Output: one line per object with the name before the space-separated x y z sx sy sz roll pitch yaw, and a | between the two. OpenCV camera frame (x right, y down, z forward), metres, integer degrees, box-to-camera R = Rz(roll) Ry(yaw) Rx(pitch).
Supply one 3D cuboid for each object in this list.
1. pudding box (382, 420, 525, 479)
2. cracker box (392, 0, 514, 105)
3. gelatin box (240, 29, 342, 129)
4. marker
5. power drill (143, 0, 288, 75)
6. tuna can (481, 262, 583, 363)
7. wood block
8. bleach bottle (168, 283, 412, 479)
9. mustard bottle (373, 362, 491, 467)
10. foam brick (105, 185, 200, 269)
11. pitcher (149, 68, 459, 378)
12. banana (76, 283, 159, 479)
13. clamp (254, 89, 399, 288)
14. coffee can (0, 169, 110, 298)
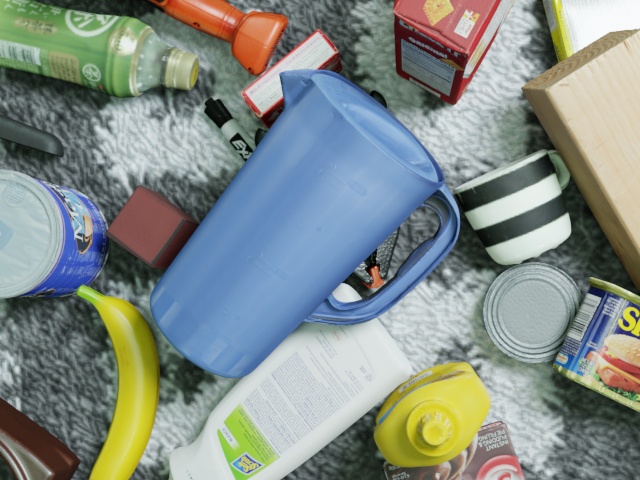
pudding box | 0.120 0.215 0.917 0.113 0.039 0.090 -19 86 4
cracker box | 0.122 -0.211 0.850 0.072 0.213 0.164 29 90 6
gelatin box | -0.023 -0.138 0.930 0.089 0.073 0.030 -40 85 2
marker | -0.064 -0.080 0.958 0.020 0.020 0.121 -39 84 2
power drill | -0.122 -0.205 0.897 0.187 0.184 0.057 28 102 -3
tuna can | 0.183 0.062 0.922 0.086 0.033 0.086 0 87 5
wood block | 0.260 -0.059 0.868 0.091 0.090 0.206 -32 99 3
bleach bottle | -0.047 0.152 0.925 0.251 0.068 0.102 -38 77 6
mustard bottle | 0.089 0.139 0.847 0.096 0.191 0.058 -30 85 3
foam brick | -0.145 -0.010 0.934 0.053 0.078 0.051 35 90 3
pitcher | -0.018 0.000 0.848 0.243 0.144 0.149 -49 52 18
banana | -0.177 0.136 0.949 0.069 0.037 0.198 -2 90 2
clamp | 0.030 -0.045 0.936 0.120 0.039 0.171 -27 95 0
coffee can | -0.249 -0.002 0.911 0.103 0.140 0.103 0 87 5
